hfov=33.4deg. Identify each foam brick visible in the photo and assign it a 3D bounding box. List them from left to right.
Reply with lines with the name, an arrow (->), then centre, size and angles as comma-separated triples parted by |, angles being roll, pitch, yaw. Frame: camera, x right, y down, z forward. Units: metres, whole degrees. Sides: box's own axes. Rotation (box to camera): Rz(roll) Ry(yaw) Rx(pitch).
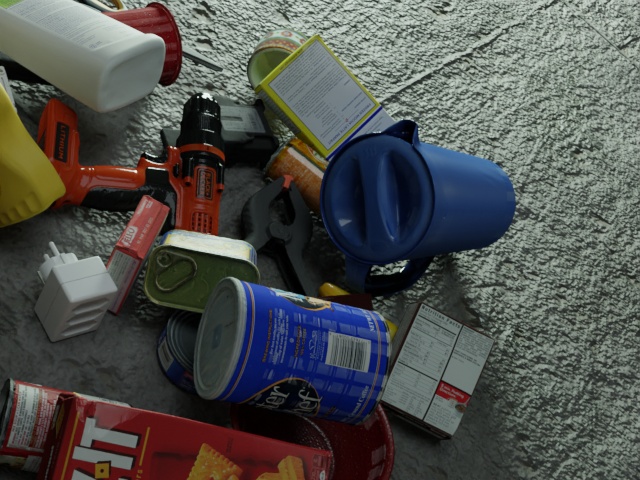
foam brick -> 0.009, 0.081, 1.039 | 0.078, 0.051, 0.053 | -5, 90, -50

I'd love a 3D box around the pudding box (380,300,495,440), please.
pudding box -> 0.110, 0.128, 1.058 | 0.090, 0.039, 0.113 | 28, 75, -7

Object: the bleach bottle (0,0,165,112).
bleach bottle -> -0.282, -0.216, 1.059 | 0.251, 0.068, 0.102 | 31, 37, 18

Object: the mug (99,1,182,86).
mug -> -0.214, -0.215, 1.162 | 0.081, 0.093, 0.117 | -16, 51, -35

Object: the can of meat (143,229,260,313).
can of meat -> -0.108, 0.028, 0.991 | 0.102, 0.057, 0.084 | 11, 13, -5

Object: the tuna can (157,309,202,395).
tuna can -> -0.107, 0.101, 0.986 | 0.086, 0.034, 0.086 | 17, 45, -19

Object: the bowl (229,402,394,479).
bowl -> -0.016, 0.179, 0.957 | 0.162, 0.055, 0.162 | 17, 46, -19

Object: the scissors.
scissors -> -0.215, -0.234, 1.228 | 0.202, 0.016, 0.096 | 36, 44, 0

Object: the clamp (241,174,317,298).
clamp -> -0.057, 0.001, 1.102 | 0.120, 0.039, 0.171 | 18, 48, -26

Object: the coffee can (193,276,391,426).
coffee can -> -0.025, 0.096, 0.907 | 0.140, 0.103, 0.103 | 14, 47, -22

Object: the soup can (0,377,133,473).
soup can -> -0.206, 0.153, 0.851 | 0.102, 0.069, 0.068 | 16, 46, -21

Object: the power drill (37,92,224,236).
power drill -> -0.184, -0.083, 1.061 | 0.187, 0.057, 0.184 | 11, 61, -22

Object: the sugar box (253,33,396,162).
sugar box -> 0.018, -0.138, 1.214 | 0.093, 0.048, 0.176 | -43, 100, -11

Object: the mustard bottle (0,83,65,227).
mustard bottle -> -0.308, -0.105, 0.936 | 0.058, 0.096, 0.191 | -49, 119, -46

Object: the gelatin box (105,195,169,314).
gelatin box -> -0.174, 0.013, 0.979 | 0.030, 0.089, 0.073 | 26, 44, -6

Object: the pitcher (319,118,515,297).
pitcher -> 0.113, -0.032, 1.152 | 0.242, 0.149, 0.145 | 0, 65, -57

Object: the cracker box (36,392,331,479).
cracker box -> -0.109, 0.217, 0.806 | 0.213, 0.072, 0.164 | 17, 76, -21
